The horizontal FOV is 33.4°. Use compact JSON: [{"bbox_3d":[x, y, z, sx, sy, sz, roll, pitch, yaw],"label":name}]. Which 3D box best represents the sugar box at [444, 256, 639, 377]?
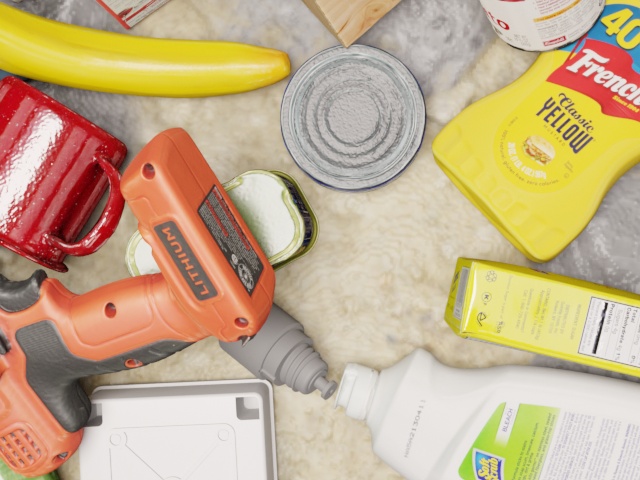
[{"bbox_3d":[0.161,0.048,0.588,0.176,0.093,0.048,11,92,2],"label":"sugar box"}]

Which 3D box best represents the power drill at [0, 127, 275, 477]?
[{"bbox_3d":[-0.132,0.017,0.533,0.188,0.057,0.184,-25,110,21],"label":"power drill"}]

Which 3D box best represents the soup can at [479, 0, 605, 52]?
[{"bbox_3d":[0.108,-0.153,0.558,0.069,0.102,0.068,-10,63,21],"label":"soup can"}]

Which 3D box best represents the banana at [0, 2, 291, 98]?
[{"bbox_3d":[-0.118,-0.106,0.608,0.197,0.070,0.037,8,83,-20],"label":"banana"}]

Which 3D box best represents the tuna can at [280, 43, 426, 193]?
[{"bbox_3d":[0.019,-0.071,0.622,0.086,0.033,0.086,0,91,3],"label":"tuna can"}]

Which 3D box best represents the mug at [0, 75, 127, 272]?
[{"bbox_3d":[-0.155,-0.035,0.600,0.117,0.093,0.081,30,87,33],"label":"mug"}]

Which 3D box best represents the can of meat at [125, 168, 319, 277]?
[{"bbox_3d":[-0.054,0.001,0.603,0.102,0.084,0.057,-28,90,3],"label":"can of meat"}]

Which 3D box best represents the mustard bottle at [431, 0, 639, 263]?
[{"bbox_3d":[0.161,-0.083,0.602,0.191,0.058,0.096,-43,78,2],"label":"mustard bottle"}]

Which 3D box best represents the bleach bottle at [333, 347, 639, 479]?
[{"bbox_3d":[0.133,0.112,0.606,0.251,0.068,0.102,17,91,5],"label":"bleach bottle"}]
